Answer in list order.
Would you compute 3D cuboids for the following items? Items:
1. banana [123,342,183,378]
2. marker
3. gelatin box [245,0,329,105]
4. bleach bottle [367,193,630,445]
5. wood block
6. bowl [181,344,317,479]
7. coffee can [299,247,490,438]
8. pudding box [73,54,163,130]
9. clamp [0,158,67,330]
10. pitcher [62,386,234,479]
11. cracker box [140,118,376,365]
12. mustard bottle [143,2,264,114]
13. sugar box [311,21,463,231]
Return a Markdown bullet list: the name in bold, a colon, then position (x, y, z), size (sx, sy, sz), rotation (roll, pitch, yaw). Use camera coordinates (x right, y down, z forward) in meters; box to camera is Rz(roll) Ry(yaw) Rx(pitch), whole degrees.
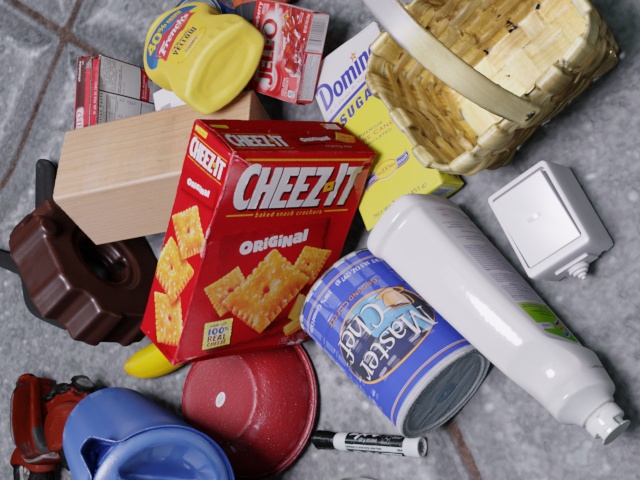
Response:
- **banana**: position (-0.142, 0.094, 1.130), size (0.198, 0.037, 0.069), rotation (-47, 32, 20)
- **marker**: position (0.043, 0.189, 0.995), size (0.121, 0.020, 0.020), rotation (-4, 84, 36)
- **gelatin box**: position (-0.035, -0.181, 1.023), size (0.073, 0.030, 0.089), rotation (23, 108, 36)
- **bleach bottle**: position (0.151, 0.066, 0.876), size (0.251, 0.102, 0.068), rotation (49, 117, 30)
- **wood block**: position (-0.149, -0.071, 1.064), size (0.206, 0.090, 0.090), rotation (-10, 54, 17)
- **bowl**: position (-0.084, 0.157, 1.057), size (0.162, 0.055, 0.162), rotation (-8, 75, 33)
- **coffee can**: position (0.064, 0.088, 0.937), size (0.140, 0.102, 0.103), rotation (44, 111, 30)
- **pudding box**: position (-0.216, -0.146, 1.155), size (0.039, 0.113, 0.090), rotation (1, 86, 33)
- **clamp**: position (-0.339, 0.030, 1.276), size (0.165, 0.036, 0.210), rotation (-40, 65, 26)
- **pitcher**: position (-0.171, 0.224, 1.032), size (0.243, 0.144, 0.149), rotation (-168, 70, -68)
- **cracker box**: position (-0.056, 0.001, 0.965), size (0.072, 0.163, 0.214), rotation (41, 123, 39)
- **mustard bottle**: position (-0.129, -0.191, 1.064), size (0.096, 0.058, 0.192), rotation (-54, 34, 1)
- **sugar box**: position (0.057, -0.105, 0.995), size (0.093, 0.048, 0.176), rotation (-34, 69, 31)
